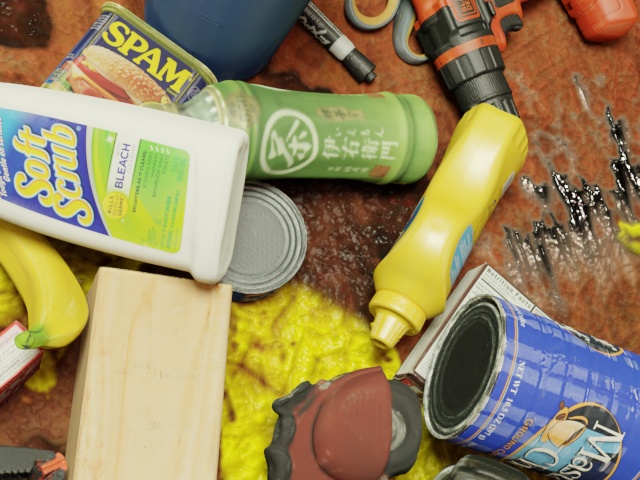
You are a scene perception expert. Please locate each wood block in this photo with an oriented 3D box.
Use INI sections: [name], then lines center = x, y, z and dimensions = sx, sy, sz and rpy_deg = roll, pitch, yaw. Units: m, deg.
[wood block]
center = -0.116, 0.133, 0.690
dimensions = 0.090, 0.091, 0.206
rpy_deg = 8, 71, -15

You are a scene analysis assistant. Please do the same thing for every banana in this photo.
[banana]
center = -0.197, 0.011, 0.698
dimensions = 0.037, 0.069, 0.198
rpy_deg = -44, 50, 1

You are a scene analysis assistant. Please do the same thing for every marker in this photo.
[marker]
center = 0.000, -0.171, 0.852
dimensions = 0.121, 0.020, 0.020
rpy_deg = 45, 67, 0

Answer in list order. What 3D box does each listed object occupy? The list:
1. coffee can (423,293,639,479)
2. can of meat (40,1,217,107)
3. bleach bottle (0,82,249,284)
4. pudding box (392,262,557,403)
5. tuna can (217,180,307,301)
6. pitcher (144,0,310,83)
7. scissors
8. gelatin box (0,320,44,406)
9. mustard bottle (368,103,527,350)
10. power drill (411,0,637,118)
[coffee can]
center = 0.156, 0.108, 0.727
dimensions = 0.140, 0.103, 0.102
rpy_deg = 22, 69, -15
[can of meat]
center = -0.140, -0.107, 0.773
dimensions = 0.102, 0.057, 0.084
rpy_deg = 36, 70, -4
[bleach bottle]
center = -0.177, -0.045, 0.680
dimensions = 0.251, 0.068, 0.102
rpy_deg = 10, 100, 4
[pudding box]
center = 0.123, 0.087, 0.802
dimensions = 0.090, 0.039, 0.113
rpy_deg = 40, 66, -3
[tuna can]
center = -0.055, 0.001, 0.777
dimensions = 0.086, 0.034, 0.086
rpy_deg = 4, 73, -15
[pitcher]
center = -0.063, -0.205, 0.723
dimensions = 0.144, 0.243, 0.149
rpy_deg = -24, 82, -21
[scissors]
center = 0.071, -0.243, 0.895
dimensions = 0.096, 0.016, 0.202
rpy_deg = 10, 72, -17
[gelatin box]
center = -0.219, 0.096, 0.680
dimensions = 0.030, 0.073, 0.089
rpy_deg = 47, 67, 0
[mustard bottle]
center = 0.088, -0.003, 0.786
dimensions = 0.058, 0.096, 0.191
rpy_deg = 27, 68, 10
[power drill]
center = 0.168, -0.181, 0.876
dimensions = 0.187, 0.057, 0.184
rpy_deg = -20, 86, -26
